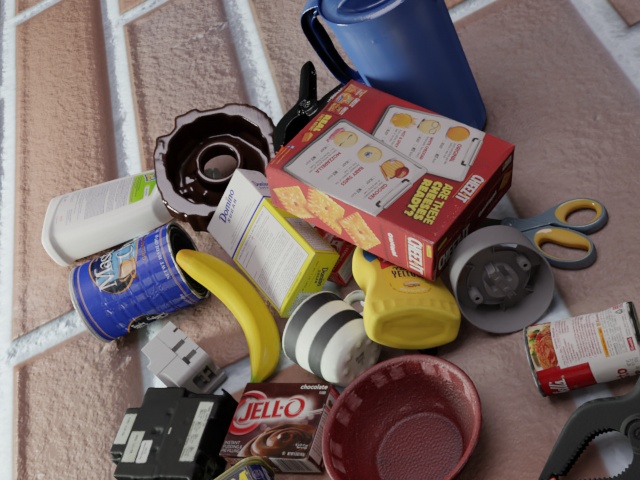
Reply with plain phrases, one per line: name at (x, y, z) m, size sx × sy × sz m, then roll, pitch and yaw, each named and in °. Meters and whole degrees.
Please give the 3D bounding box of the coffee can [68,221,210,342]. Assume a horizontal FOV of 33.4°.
coffee can at (-0.221, 0.052, 1.306) m, size 0.140 × 0.102 × 0.103 m, roll -24°, pitch 43°, yaw 11°

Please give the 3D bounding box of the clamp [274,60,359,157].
clamp at (-0.013, -0.165, 1.342) m, size 0.120 × 0.039 × 0.171 m, roll 17°, pitch 63°, yaw 49°

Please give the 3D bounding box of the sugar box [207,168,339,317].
sugar box at (-0.058, 0.001, 1.242) m, size 0.176 × 0.048 × 0.093 m, roll 49°, pitch 120°, yaw 40°

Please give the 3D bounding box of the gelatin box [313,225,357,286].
gelatin box at (0.020, 0.004, 1.250) m, size 0.073 × 0.030 × 0.089 m, roll 15°, pitch 62°, yaw 41°

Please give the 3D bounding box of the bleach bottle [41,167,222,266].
bleach bottle at (-0.251, -0.045, 1.447) m, size 0.251 × 0.068 × 0.102 m, roll -16°, pitch 47°, yaw 17°

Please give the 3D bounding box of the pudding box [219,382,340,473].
pudding box at (-0.040, 0.193, 1.106) m, size 0.114 × 0.039 × 0.090 m, roll -3°, pitch 50°, yaw 31°

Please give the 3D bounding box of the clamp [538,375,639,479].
clamp at (0.284, 0.171, 0.906) m, size 0.210 × 0.036 × 0.165 m, roll -39°, pitch 63°, yaw 9°

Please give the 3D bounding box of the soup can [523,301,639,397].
soup can at (0.247, 0.100, 0.988) m, size 0.102 × 0.068 × 0.068 m, roll -17°, pitch 45°, yaw 18°

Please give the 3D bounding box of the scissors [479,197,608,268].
scissors at (0.224, -0.026, 1.159) m, size 0.096 × 0.016 × 0.202 m, roll -46°, pitch 43°, yaw -14°

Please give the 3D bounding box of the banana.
banana at (-0.095, 0.080, 1.209) m, size 0.069 × 0.037 × 0.198 m, roll -17°, pitch 62°, yaw -25°

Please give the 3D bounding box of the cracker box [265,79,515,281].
cracker box at (0.075, -0.068, 1.144) m, size 0.214 × 0.072 × 0.164 m, roll 26°, pitch 58°, yaw 26°

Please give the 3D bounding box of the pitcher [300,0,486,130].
pitcher at (0.095, -0.211, 1.241) m, size 0.145 × 0.242 × 0.149 m, roll -38°, pitch 42°, yaw -4°

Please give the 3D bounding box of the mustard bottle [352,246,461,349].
mustard bottle at (0.084, 0.036, 1.141) m, size 0.096 × 0.058 × 0.191 m, roll 0°, pitch 34°, yaw -7°

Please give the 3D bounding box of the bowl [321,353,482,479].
bowl at (0.085, 0.190, 1.017) m, size 0.162 × 0.055 × 0.162 m, roll -18°, pitch 44°, yaw 18°
